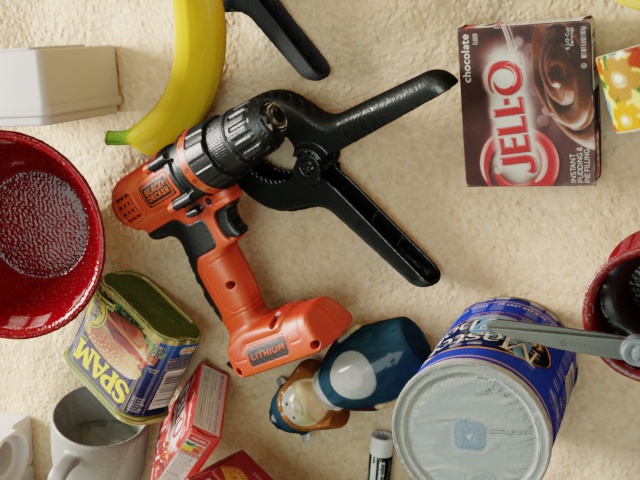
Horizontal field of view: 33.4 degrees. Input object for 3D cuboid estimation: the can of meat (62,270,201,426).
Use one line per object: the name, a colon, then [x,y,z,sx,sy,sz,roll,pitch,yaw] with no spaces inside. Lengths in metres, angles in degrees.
can of meat: [-0.152,0.085,0.869,0.102,0.057,0.084,39,113,29]

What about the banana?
banana: [-0.106,-0.129,0.795,0.069,0.037,0.198,20,128,-12]

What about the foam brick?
foam brick: [-0.242,0.009,0.896,0.078,0.051,0.053,-31,92,25]

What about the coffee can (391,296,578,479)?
coffee can: [0.117,0.107,0.735,0.103,0.140,0.103,6,106,19]

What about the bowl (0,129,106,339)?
bowl: [-0.232,-0.008,0.828,0.162,0.055,0.162,3,102,12]

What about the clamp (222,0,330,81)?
clamp: [-0.047,-0.203,0.769,0.171,0.039,0.120,31,117,8]

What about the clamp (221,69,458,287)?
clamp: [0.003,-0.050,0.790,0.210,0.036,0.164,7,116,25]

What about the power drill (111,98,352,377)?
power drill: [-0.055,0.001,0.794,0.185,0.057,0.187,-25,98,43]

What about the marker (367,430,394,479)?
marker: [0.045,0.211,0.858,0.020,0.020,0.121,10,107,18]

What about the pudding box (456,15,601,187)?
pudding box: [0.143,-0.093,0.727,0.090,0.039,0.113,0,104,22]

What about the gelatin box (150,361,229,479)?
gelatin box: [-0.106,0.152,0.862,0.030,0.089,0.073,27,116,-15]
